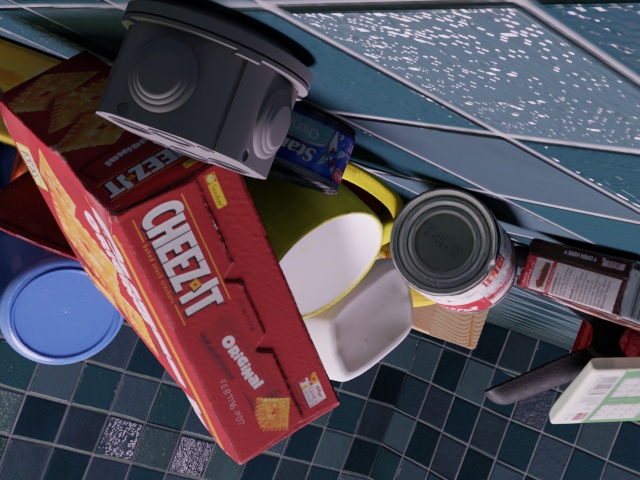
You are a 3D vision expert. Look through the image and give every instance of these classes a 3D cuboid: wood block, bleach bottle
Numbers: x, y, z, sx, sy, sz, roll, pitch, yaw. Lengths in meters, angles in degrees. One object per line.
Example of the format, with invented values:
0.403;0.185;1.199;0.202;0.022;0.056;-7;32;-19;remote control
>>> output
0.089;0.046;1.225;0.090;0.091;0.206;22;177;-44;wood block
-0.056;0.048;0.842;0.251;0.068;0.102;6;-150;42;bleach bottle

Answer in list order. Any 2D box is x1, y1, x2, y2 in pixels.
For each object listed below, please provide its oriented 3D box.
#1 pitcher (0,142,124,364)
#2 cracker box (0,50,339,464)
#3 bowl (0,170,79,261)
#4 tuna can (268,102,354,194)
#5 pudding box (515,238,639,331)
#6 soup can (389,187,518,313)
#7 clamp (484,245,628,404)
-0.260;0.002;0.985;0.149;0.145;0.243;8;-158;-26;pitcher
-0.091;0.001;0.589;0.214;0.072;0.164;37;154;54;cracker box
-0.172;-0.017;0.803;0.162;0.055;0.162;20;180;0;bowl
-0.025;-0.056;0.580;0.086;0.034;0.086;21;178;1;tuna can
0.199;0.037;0.697;0.113;0.039;0.090;22;177;-35;pudding box
0.086;0.008;0.675;0.069;0.068;0.102;20;177;18;soup can
0.207;0.062;0.796;0.171;0.120;0.039;-2;-176;12;clamp
